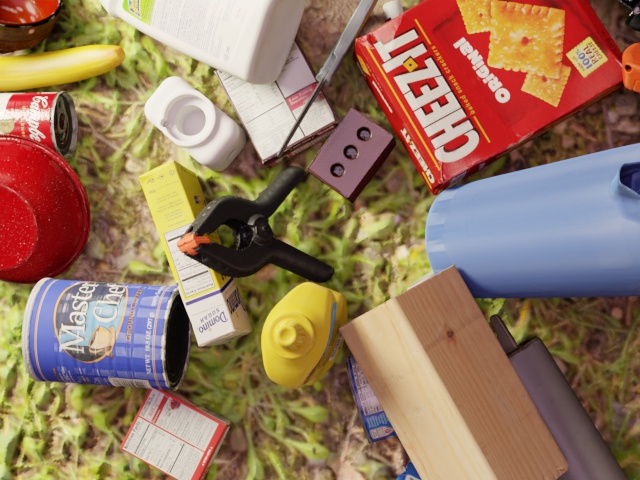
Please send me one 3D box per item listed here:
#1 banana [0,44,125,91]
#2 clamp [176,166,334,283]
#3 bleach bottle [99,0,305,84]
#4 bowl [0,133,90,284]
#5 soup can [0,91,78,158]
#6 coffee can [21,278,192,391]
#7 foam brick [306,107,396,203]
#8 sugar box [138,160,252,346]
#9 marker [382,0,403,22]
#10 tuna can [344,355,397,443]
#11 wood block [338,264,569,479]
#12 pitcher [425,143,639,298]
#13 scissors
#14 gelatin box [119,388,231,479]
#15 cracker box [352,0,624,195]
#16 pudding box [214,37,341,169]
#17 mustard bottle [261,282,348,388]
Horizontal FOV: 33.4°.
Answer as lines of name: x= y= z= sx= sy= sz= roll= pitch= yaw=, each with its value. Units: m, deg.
banana: x=-0.296 y=-0.175 z=1.097 sx=0.197 sy=0.069 sz=0.037 roll=-7 pitch=98 yaw=-3
clamp: x=-0.057 y=0.001 z=1.023 sx=0.039 sy=0.171 sz=0.120 roll=-32 pitch=82 yaw=49
bleach bottle: x=-0.140 y=-0.245 z=1.061 sx=0.251 sy=0.068 sz=0.103 roll=29 pitch=109 yaw=25
bowl: x=-0.315 y=-0.022 z=1.063 sx=0.162 sy=0.055 sz=0.162 roll=3 pitch=110 yaw=7
soup can: x=-0.309 y=-0.118 z=1.094 sx=0.102 sy=0.068 sz=0.068 roll=0 pitch=85 yaw=8
coffee can: x=-0.206 y=0.092 z=1.045 sx=0.140 sy=0.102 sz=0.103 roll=3 pitch=86 yaw=7
foam brick: x=0.032 y=-0.083 z=1.054 sx=0.053 sy=0.051 sz=0.078 roll=36 pitch=90 yaw=8
sugar box: x=-0.120 y=0.015 z=1.046 sx=0.048 sy=0.093 sz=0.176 roll=-24 pitch=84 yaw=5
marker: x=0.087 y=-0.181 z=1.071 sx=0.020 sy=0.020 sz=0.121 roll=-15 pitch=84 yaw=6
tuna can: x=0.051 y=0.148 z=1.016 sx=0.034 sy=0.086 sz=0.086 roll=-16 pitch=84 yaw=4
wood block: x=0.118 y=0.140 z=0.952 sx=0.090 sy=0.090 sz=0.206 roll=-25 pitch=84 yaw=-39
pitcher: x=0.223 y=-0.005 z=0.946 sx=0.243 sy=0.144 sz=0.149 roll=-8 pitch=108 yaw=43
scissors: x=0.009 y=-0.167 z=1.043 sx=0.016 sy=0.096 sz=0.202 roll=30 pitch=91 yaw=-1
gelatin box: x=-0.144 y=0.194 z=1.066 sx=0.089 sy=0.030 sz=0.073 roll=27 pitch=91 yaw=9
cracker box: x=0.162 y=-0.168 z=1.023 sx=0.213 sy=0.072 sz=0.164 roll=-29 pitch=83 yaw=-3
pudding box: x=-0.042 y=-0.142 z=1.076 sx=0.090 sy=0.039 sz=0.113 roll=-28 pitch=80 yaw=6
mustard bottle: x=-0.016 y=0.087 z=0.976 sx=0.058 sy=0.191 sz=0.096 roll=22 pitch=88 yaw=8
